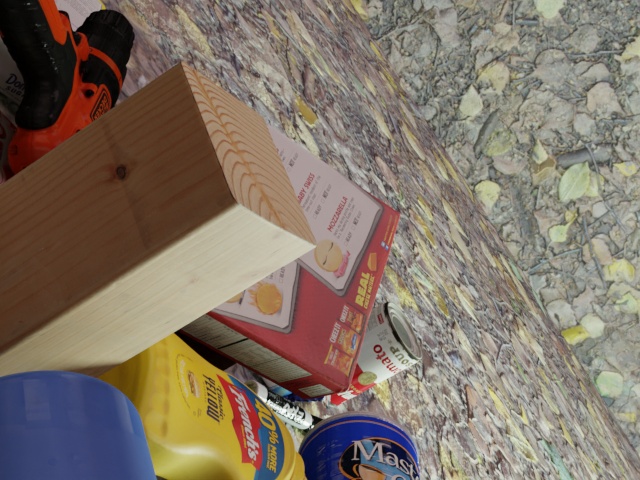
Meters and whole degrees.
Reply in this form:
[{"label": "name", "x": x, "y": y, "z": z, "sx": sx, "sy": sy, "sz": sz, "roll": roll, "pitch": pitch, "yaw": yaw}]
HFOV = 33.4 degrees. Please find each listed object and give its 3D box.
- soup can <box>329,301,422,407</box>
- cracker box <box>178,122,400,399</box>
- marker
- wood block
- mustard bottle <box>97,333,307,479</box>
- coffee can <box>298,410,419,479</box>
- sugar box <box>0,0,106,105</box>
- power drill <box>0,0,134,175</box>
[{"label": "soup can", "x": 0.042, "y": 0.113, "z": 1.063, "sx": 0.068, "sy": 0.102, "sz": 0.068, "roll": 52, "pitch": 17, "yaw": -24}, {"label": "cracker box", "x": -0.055, "y": 0.001, "z": 0.809, "sx": 0.213, "sy": 0.072, "sz": 0.164, "roll": 32, "pitch": 59, "yaw": -23}, {"label": "marker", "x": -0.030, "y": 0.149, "z": 0.934, "sx": 0.121, "sy": 0.020, "sz": 0.020, "roll": 39, "pitch": 25, "yaw": -50}, {"label": "wood block", "x": -0.120, "y": 0.007, "z": 0.578, "sx": 0.090, "sy": 0.206, "sz": 0.091, "roll": 29, "pitch": 34, "yaw": -60}, {"label": "mustard bottle", "x": -0.069, "y": 0.128, "z": 0.698, "sx": 0.191, "sy": 0.058, "sz": 0.096, "roll": 43, "pitch": 23, "yaw": -41}, {"label": "coffee can", "x": 0.032, "y": 0.218, "z": 0.841, "sx": 0.102, "sy": 0.103, "sz": 0.140, "roll": 52, "pitch": 18, "yaw": -23}, {"label": "sugar box", "x": -0.226, "y": -0.167, "z": 0.862, "sx": 0.093, "sy": 0.048, "sz": 0.176, "roll": 37, "pitch": 27, "yaw": -28}, {"label": "power drill", "x": -0.174, "y": -0.154, "z": 0.701, "sx": 0.184, "sy": 0.057, "sz": 0.187, "roll": -81, "pitch": 166, "yaw": -47}]
